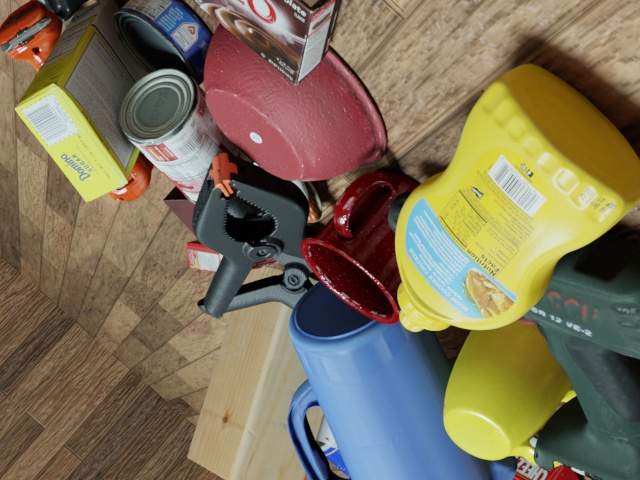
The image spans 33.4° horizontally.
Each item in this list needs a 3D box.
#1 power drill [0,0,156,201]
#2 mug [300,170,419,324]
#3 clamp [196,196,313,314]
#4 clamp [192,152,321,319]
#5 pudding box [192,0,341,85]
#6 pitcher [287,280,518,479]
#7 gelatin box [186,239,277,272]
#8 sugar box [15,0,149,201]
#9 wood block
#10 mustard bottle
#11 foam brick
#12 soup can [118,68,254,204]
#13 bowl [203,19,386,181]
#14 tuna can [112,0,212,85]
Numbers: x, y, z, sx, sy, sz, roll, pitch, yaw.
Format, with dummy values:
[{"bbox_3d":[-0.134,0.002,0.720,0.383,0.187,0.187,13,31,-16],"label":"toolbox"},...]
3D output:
[{"bbox_3d":[-0.215,-0.137,0.985,0.187,0.057,0.184,55,-175,-22],"label":"power drill"},{"bbox_3d":[0.042,-0.005,0.792,0.093,0.081,0.117,26,157,38],"label":"mug"},{"bbox_3d":[-0.031,0.037,0.985,0.171,0.039,0.120,22,118,-1],"label":"clamp"},{"bbox_3d":[-0.056,0.001,0.881,0.209,0.165,0.036,50,-156,-54],"label":"clamp"},{"bbox_3d":[-0.041,-0.162,0.665,0.113,0.039,0.090,38,161,7],"label":"pudding box"},{"bbox_3d":[0.054,0.145,0.927,0.145,0.149,0.242,28,149,54],"label":"pitcher"},{"bbox_3d":[-0.076,0.009,1.055,0.073,0.089,0.030,8,107,57],"label":"gelatin box"},{"bbox_3d":[-0.177,-0.117,0.849,0.093,0.048,0.176,58,-162,-27],"label":"sugar box"},{"bbox_3d":[-0.047,0.135,1.064,0.090,0.206,0.091,21,175,-36],"label":"wood block"},{"bbox_3d":[0.094,-0.003,0.611,0.096,0.058,0.192,47,138,12],"label":"mustard bottle"},{"bbox_3d":[-0.111,-0.040,1.064,0.053,0.051,0.078,50,160,-23],"label":"foam brick"},{"bbox_3d":[-0.104,-0.079,0.836,0.069,0.068,0.102,29,168,33],"label":"soup can"},{"bbox_3d":[-0.031,-0.094,0.776,0.162,0.055,0.162,36,162,14],"label":"bowl"},{"bbox_3d":[-0.121,-0.157,0.841,0.086,0.033,0.086,36,161,14],"label":"tuna can"}]
